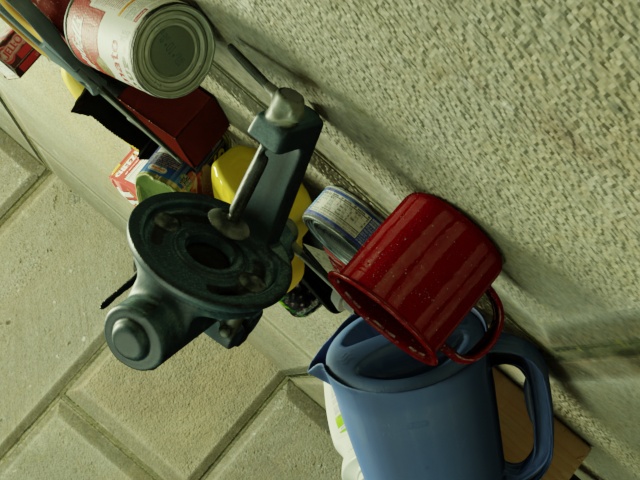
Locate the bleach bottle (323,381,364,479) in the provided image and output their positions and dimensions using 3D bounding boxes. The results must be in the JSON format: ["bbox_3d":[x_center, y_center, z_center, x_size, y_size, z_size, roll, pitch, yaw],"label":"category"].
[{"bbox_3d":[0.047,0.187,1.120,0.068,0.103,0.251,43,-160,-18],"label":"bleach bottle"}]

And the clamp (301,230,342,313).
[{"bbox_3d":[-0.049,-0.014,1.074,0.210,0.036,0.164,37,160,27],"label":"clamp"}]

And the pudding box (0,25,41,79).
[{"bbox_3d":[-0.270,-0.194,0.996,0.039,0.090,0.114,44,170,-19],"label":"pudding box"}]

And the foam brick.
[{"bbox_3d":[-0.127,-0.112,0.929,0.078,0.051,0.053,36,168,24],"label":"foam brick"}]

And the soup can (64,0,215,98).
[{"bbox_3d":[-0.128,-0.144,0.756,0.102,0.068,0.068,29,164,46],"label":"soup can"}]

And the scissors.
[{"bbox_3d":[-0.187,-0.136,0.833,0.202,0.016,0.096,39,169,9],"label":"scissors"}]

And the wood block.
[{"bbox_3d":[0.138,0.163,1.007,0.206,0.090,0.090,40,169,5],"label":"wood block"}]

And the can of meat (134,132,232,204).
[{"bbox_3d":[-0.125,-0.052,0.988,0.057,0.083,0.102,22,144,16],"label":"can of meat"}]

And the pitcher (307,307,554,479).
[{"bbox_3d":[0.101,0.175,0.879,0.149,0.144,0.243,27,139,53],"label":"pitcher"}]

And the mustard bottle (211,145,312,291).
[{"bbox_3d":[-0.056,0.001,0.981,0.096,0.058,0.192,37,152,17],"label":"mustard bottle"}]

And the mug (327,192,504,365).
[{"bbox_3d":[0.074,0.030,0.708,0.117,0.081,0.093,42,170,-7],"label":"mug"}]

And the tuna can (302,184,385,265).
[{"bbox_3d":[0.027,-0.005,0.866,0.086,0.033,0.086,39,170,8],"label":"tuna can"}]
